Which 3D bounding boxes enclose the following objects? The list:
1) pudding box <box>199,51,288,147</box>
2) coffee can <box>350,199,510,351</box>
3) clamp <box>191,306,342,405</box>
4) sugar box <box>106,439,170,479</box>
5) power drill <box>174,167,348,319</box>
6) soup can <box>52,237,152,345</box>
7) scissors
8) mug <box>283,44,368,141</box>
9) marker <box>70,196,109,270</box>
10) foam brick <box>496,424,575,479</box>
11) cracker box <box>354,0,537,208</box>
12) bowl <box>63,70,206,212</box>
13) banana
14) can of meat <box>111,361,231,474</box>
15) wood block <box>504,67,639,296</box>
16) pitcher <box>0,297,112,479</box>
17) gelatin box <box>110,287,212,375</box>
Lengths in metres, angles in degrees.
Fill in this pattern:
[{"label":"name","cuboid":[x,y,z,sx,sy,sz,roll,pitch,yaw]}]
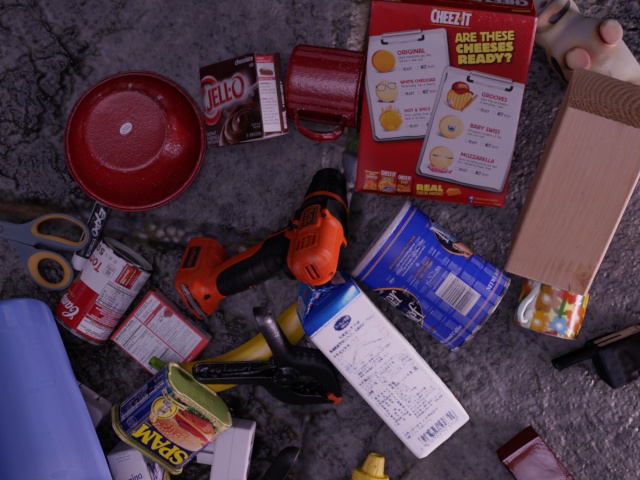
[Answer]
[{"label":"pudding box","cuboid":[-0.084,-0.150,1.149,0.039,0.114,0.090,-10,94,-40]},{"label":"coffee can","cuboid":[0.118,0.037,1.149,0.140,0.103,0.103,37,94,0]},{"label":"clamp","cuboid":[-0.039,0.131,1.152,0.171,0.039,0.120,18,132,-29]},{"label":"sugar box","cuboid":[-0.185,0.306,1.185,0.048,0.093,0.176,-13,93,3]},{"label":"power drill","cuboid":[-0.058,0.001,1.144,0.188,0.184,0.057,-23,117,21]},{"label":"soup can","cuboid":[-0.241,0.056,1.186,0.068,0.068,0.102,35,94,1]},{"label":"scissors","cuboid":[-0.354,0.006,1.207,0.202,0.016,0.096,1,91,11]},{"label":"mug","cuboid":[0.005,-0.156,1.146,0.081,0.093,0.117,9,64,7]},{"label":"marker","cuboid":[-0.253,-0.024,1.207,0.020,0.020,0.121,24,94,1]},{"label":"foam brick","cuboid":[0.240,0.253,1.180,0.051,0.053,0.078,-39,92,4]},{"label":"cracker box","cuboid":[0.127,-0.149,1.113,0.164,0.072,0.214,7,120,5]},{"label":"bowl","cuboid":[-0.208,-0.115,1.169,0.162,0.055,0.162,0,83,0]},{"label":"banana","cuboid":[-0.087,0.125,1.185,0.197,0.037,0.069,-23,132,-10]},{"label":"can of meat","cuboid":[-0.158,0.190,1.148,0.084,0.057,0.102,-41,119,12]},{"label":"wood block","cuboid":[0.266,-0.058,1.090,0.091,0.090,0.206,18,128,6]},{"label":"pitcher","cuboid":[-0.310,0.187,1.095,0.145,0.149,0.243,-24,69,2]},{"label":"gelatin box","cuboid":[-0.179,0.109,1.206,0.089,0.030,0.073,41,96,-1]}]
